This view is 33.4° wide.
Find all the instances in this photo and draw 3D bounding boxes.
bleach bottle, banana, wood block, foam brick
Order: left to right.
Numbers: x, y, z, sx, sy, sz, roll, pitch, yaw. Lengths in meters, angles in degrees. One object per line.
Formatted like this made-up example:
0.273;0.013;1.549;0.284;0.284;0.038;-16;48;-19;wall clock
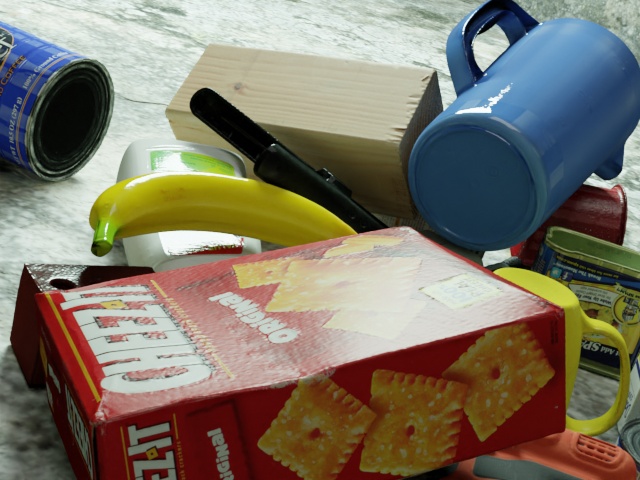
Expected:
-0.127;0.046;0.595;0.078;0.051;0.053;2;24;-32;foam brick
-0.078;0.009;0.715;0.102;0.068;0.251;9;24;-20;bleach bottle
-0.065;-0.013;0.658;0.197;0.037;0.070;-2;51;-39;banana
-0.009;-0.093;0.882;0.206;0.090;0.090;11;55;24;wood block

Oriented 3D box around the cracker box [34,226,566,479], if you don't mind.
-0.017;0.056;0.513;0.213;0.072;0.164;-10;18;-20;cracker box

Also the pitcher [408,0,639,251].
0.158;-0.094;0.849;0.149;0.145;0.242;20;32;22;pitcher

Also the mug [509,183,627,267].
0.218;-0.013;0.963;0.081;0.093;0.117;11;4;-1;mug

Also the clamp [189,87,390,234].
-0.006;-0.039;0.803;0.209;0.036;0.165;35;6;-39;clamp

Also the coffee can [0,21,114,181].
-0.252;-0.120;0.855;0.140;0.103;0.102;24;22;20;coffee can
